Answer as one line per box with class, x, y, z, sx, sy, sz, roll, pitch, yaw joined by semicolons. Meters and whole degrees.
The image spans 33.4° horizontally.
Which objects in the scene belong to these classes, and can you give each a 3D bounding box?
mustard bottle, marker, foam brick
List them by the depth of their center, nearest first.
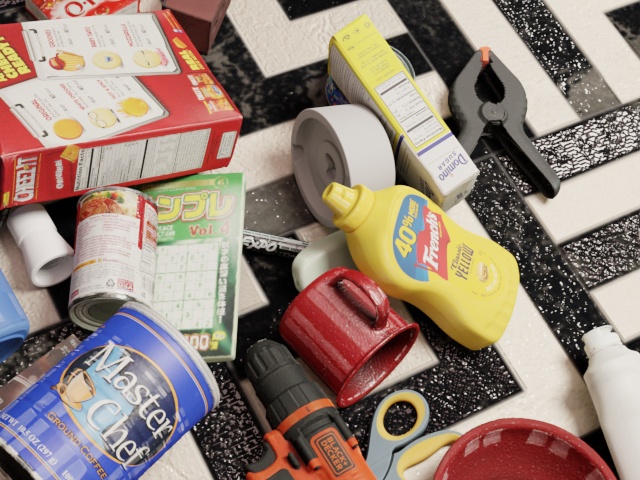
mustard bottle;0.081;0.008;0.902;0.191;0.058;0.096;33;56;-20
marker;-0.056;0.001;0.947;0.121;0.020;0.020;12;59;-3
foam brick;-0.121;-0.234;1.052;0.051;0.053;0.078;18;60;0

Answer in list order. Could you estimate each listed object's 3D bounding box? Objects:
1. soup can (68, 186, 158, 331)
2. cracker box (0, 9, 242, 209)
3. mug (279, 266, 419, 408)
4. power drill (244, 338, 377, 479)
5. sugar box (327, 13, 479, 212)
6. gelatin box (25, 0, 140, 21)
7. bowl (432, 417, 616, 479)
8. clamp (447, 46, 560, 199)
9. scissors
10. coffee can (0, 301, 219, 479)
soup can;-0.169;0.017;0.873;0.068;0.068;0.102;3;60;-9
cracker box;-0.200;-0.119;0.928;0.213;0.072;0.164;-14;52;-29
mug;0.023;0.069;0.869;0.093;0.117;0.081;-32;65;-32
power drill;-0.061;0.181;0.811;0.187;0.057;0.184;-27;62;-18
sugar box;0.072;-0.109;0.958;0.048;0.093;0.176;-35;80;-7
gelatin box;-0.232;-0.233;1.044;0.089;0.030;0.073;-37;73;-26
bowl;0.157;0.224;0.835;0.162;0.055;0.162;4;60;-8
clamp;0.157;-0.111;1.041;0.120;0.039;0.171;-4;61;-16
scissors;0.026;0.182;0.859;0.201;0.016;0.096;-15;62;-18
coffee can;-0.156;0.126;0.763;0.103;0.103;0.140;41;62;13
